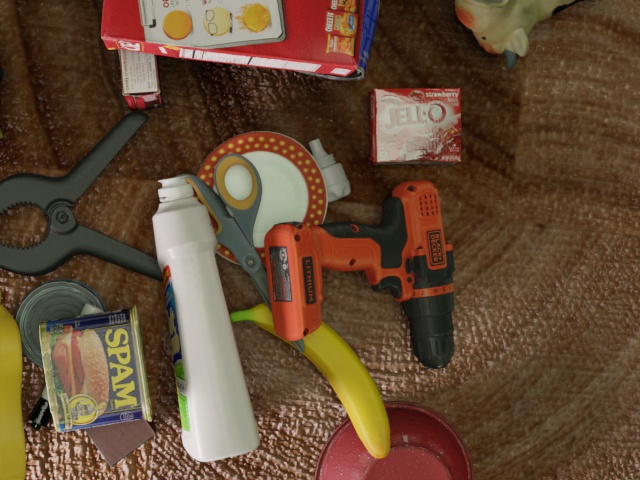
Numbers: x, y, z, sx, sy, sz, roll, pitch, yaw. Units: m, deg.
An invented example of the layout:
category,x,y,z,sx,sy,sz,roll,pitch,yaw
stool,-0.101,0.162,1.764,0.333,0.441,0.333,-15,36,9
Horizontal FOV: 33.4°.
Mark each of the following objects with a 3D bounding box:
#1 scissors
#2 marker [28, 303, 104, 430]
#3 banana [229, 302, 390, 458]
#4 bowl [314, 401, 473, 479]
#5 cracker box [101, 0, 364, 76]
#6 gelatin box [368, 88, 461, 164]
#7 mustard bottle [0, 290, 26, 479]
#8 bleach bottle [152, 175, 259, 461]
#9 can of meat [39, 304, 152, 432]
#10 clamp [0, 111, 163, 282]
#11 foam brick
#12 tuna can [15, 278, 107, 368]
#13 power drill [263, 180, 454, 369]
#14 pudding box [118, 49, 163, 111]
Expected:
category,x,y,z,sx,sy,sz,roll,pitch,yaw
scissors,-0.057,0.001,1.000,0.202,0.016,0.096,44,91,5
marker,-0.231,0.115,0.965,0.020,0.020,0.121,27,86,-8
banana,0.003,0.120,1.014,0.198,0.037,0.069,41,64,5
bowl,0.077,0.239,1.029,0.162,0.055,0.162,0,89,-9
cracker box,-0.069,-0.233,0.899,0.213,0.072,0.164,5,89,-8
gelatin box,0.093,-0.112,1.047,0.089,0.030,0.073,-1,89,-9
mustard bottle,-0.306,0.119,0.955,0.058,0.096,0.191,-1,88,-49
bleach bottle,-0.112,0.067,0.972,0.068,0.103,0.251,-11,94,-14
can of meat,-0.195,0.112,0.932,0.084,0.057,0.102,-8,92,-9
clamp,-0.231,-0.013,0.982,0.209,0.036,0.164,-21,93,-19
foam brick,-0.195,0.160,0.989,0.051,0.053,0.078,-35,94,-8
tuna can,-0.240,0.079,0.992,0.086,0.034,0.086,0,89,-9
power drill,0.044,0.042,0.999,0.187,0.057,0.184,-8,90,-33
pudding box,-0.166,-0.181,0.978,0.039,0.090,0.113,-7,90,-8
